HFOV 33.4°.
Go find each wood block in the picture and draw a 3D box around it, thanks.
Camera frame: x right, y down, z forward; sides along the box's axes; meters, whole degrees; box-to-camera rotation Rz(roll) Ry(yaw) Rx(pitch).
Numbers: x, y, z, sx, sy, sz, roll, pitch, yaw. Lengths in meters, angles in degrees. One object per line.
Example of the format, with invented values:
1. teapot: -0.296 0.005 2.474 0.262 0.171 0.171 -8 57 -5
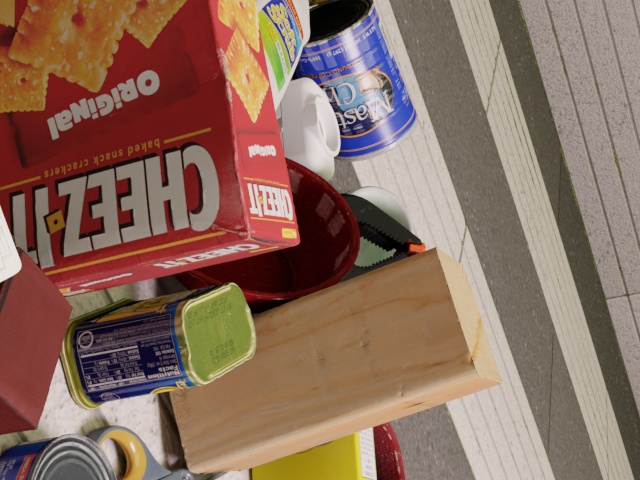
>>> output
1. wood block: 0.007 0.087 0.735 0.090 0.206 0.090 27 44 -68

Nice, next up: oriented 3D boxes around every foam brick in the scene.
1. foam brick: -0.168 0.052 0.539 0.051 0.053 0.078 57 30 -43

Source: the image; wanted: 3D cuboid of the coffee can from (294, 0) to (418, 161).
1. coffee can: 0.031 -0.167 1.104 0.102 0.103 0.140 -73 145 -52

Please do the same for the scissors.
1. scissors: -0.103 0.146 0.705 0.201 0.016 0.096 -39 114 -67

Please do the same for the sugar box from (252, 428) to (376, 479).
1. sugar box: -0.004 0.206 0.819 0.048 0.093 0.176 38 43 -58

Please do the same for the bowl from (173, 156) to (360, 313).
1. bowl: -0.055 0.001 0.779 0.162 0.162 0.055 -75 -176 -50

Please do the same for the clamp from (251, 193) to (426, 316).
1. clamp: -0.005 0.013 0.878 0.209 0.036 0.164 12 67 -28

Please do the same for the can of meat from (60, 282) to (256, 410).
1. can of meat: -0.098 0.063 0.669 0.102 0.084 0.057 -24 101 -69

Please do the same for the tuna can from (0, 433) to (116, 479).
1. tuna can: -0.143 0.149 0.574 0.086 0.034 0.086 -12 90 -69

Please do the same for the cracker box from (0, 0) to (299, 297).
1. cracker box: -0.114 -0.086 0.599 0.072 0.164 0.214 7 72 -66
